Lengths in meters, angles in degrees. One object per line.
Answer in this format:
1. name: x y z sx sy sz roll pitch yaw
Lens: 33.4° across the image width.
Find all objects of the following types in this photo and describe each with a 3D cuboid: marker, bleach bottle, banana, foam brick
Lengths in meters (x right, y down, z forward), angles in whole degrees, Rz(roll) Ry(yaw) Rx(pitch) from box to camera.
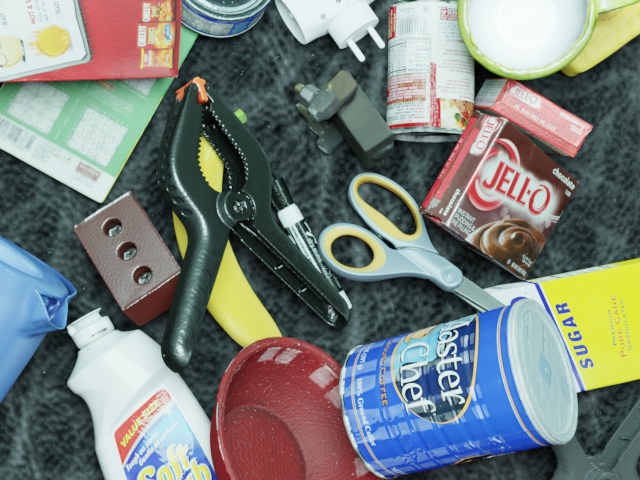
1. marker: -0.012 0.003 0.830 0.020 0.020 0.121 -29 93 -7
2. bleach bottle: -0.121 0.170 0.794 0.102 0.068 0.251 -30 91 -8
3. banana: -0.074 0.000 0.813 0.069 0.037 0.198 -9 90 -7
4. foam brick: -0.137 0.015 0.787 0.053 0.051 0.078 -34 73 -7

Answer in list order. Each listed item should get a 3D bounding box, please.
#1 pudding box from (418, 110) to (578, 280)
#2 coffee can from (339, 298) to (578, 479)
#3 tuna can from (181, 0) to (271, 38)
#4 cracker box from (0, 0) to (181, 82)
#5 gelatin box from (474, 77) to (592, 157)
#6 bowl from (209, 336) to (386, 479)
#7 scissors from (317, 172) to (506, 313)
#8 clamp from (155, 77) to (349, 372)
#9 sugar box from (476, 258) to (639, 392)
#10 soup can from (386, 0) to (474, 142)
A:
1. pudding box: 0.137 -0.033 0.811 0.113 0.039 0.090 31 89 -43
2. coffee can: 0.099 0.109 0.769 0.141 0.102 0.103 -19 92 29
3. tuna can: -0.076 -0.200 0.807 0.086 0.034 0.086 4 78 -18
4. cracker box: -0.201 -0.194 0.716 0.213 0.072 0.164 -4 124 -18
5. gelatin box: 0.160 -0.096 0.817 0.073 0.089 0.030 30 95 -6
6. bowl: -0.026 0.155 0.784 0.161 0.055 0.162 26 48 -33
7. scissors: 0.078 0.034 0.810 0.096 0.016 0.202 -35 75 -15
8. clamp: -0.073 -0.012 0.765 0.164 0.036 0.210 -20 88 -43
9. sugar box: 0.217 0.068 0.845 0.176 0.048 0.093 -12 91 -8
10. soup can: 0.084 -0.129 0.819 0.068 0.068 0.102 1 89 -7
